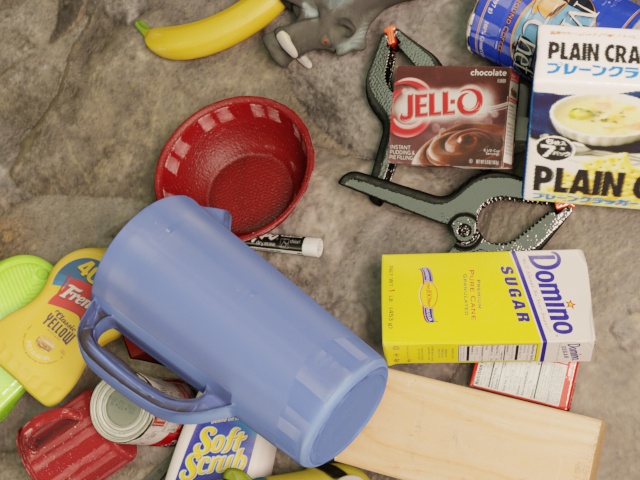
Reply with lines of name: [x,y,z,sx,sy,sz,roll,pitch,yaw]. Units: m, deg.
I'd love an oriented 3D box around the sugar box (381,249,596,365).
sugar box: [0.141,0.057,0.915,0.176,0.048,0.093,-4,57,8]

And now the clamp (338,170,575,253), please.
clamp: [0.124,-0.016,0.975,0.210,0.036,0.164,-23,87,10]

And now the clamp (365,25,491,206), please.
clamp: [0.080,-0.118,1.021,0.120,0.039,0.171,-23,75,7]

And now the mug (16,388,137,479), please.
mug: [-0.235,0.190,1.017,0.081,0.117,0.093,-34,50,3]

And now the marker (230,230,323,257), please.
marker: [-0.057,0.001,1.049,0.121,0.020,0.020,6,80,20]

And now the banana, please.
banana: [-0.105,-0.229,1.107,0.198,0.037,0.069,-15,75,15]

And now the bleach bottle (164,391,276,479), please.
bleach bottle: [-0.091,0.185,0.996,0.103,0.068,0.251,9,79,14]

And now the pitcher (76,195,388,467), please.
pitcher: [-0.073,0.084,0.888,0.243,0.144,0.149,35,103,24]

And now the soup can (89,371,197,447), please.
soup can: [-0.163,0.159,1.004,0.069,0.102,0.068,-4,77,17]

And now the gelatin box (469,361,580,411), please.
gelatin box: [0.183,0.104,0.942,0.089,0.030,0.073,12,83,19]

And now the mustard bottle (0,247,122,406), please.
mustard bottle: [-0.234,0.065,1.055,0.096,0.058,0.191,43,73,-2]

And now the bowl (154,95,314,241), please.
bowl: [-0.077,-0.059,1.040,0.162,0.055,0.162,-7,63,13]

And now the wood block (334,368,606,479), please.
wood block: [0.130,0.173,0.911,0.206,0.090,0.090,12,82,21]

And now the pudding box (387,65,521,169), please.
pudding box: [0.119,-0.110,0.960,0.114,0.039,0.090,5,91,25]

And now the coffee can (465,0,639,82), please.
coffee can: [0.217,-0.185,0.957,0.140,0.102,0.103,32,89,22]
